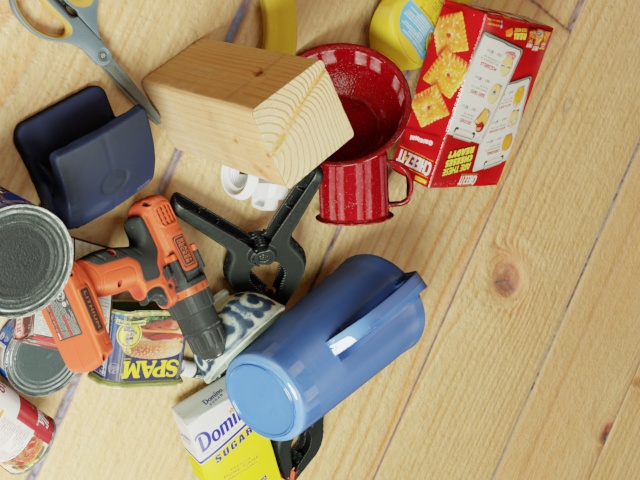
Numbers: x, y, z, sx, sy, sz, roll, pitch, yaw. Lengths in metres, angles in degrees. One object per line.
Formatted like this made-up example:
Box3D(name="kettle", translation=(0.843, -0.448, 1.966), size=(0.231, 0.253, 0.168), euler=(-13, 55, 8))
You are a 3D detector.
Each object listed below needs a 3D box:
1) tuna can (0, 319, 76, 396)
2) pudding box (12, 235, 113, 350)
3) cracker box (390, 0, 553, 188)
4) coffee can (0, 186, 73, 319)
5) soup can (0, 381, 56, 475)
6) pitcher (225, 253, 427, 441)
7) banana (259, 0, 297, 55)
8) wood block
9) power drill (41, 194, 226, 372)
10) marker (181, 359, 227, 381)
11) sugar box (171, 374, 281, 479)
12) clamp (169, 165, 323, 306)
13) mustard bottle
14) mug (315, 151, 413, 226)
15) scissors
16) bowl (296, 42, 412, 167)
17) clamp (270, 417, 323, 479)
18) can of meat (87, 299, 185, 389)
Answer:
Box3D(name="tuna can", translation=(-0.285, 0.112, 1.081), size=(0.085, 0.034, 0.086), euler=(-13, 112, -36))
Box3D(name="pudding box", translation=(-0.251, 0.052, 1.056), size=(0.089, 0.039, 0.113), euler=(20, 63, -42))
Box3D(name="cracker box", translation=(0.184, -0.176, 1.305), size=(0.163, 0.072, 0.214), euler=(-5, 119, -50))
Box3D(name="coffee can", translation=(-0.300, 0.002, 0.963), size=(0.102, 0.141, 0.103), euler=(-13, 112, -35))
Box3D(name="soup can", translation=(-0.320, 0.178, 1.051), size=(0.068, 0.069, 0.102), euler=(-52, 128, -13))
Box3D(name="pitcher", translation=(0.011, 0.117, 1.205), size=(0.242, 0.145, 0.149), euler=(-35, 136, -46))
Box3D(name="banana", translation=(-0.057, -0.247, 1.147), size=(0.069, 0.037, 0.198), euler=(-15, 113, -35))
Box3D(name="wood block", translation=(-0.077, -0.132, 1.057), size=(0.090, 0.206, 0.090), euler=(-40, 125, -22))
Box3D(name="power drill", translation=(-0.182, 0.061, 1.057), size=(0.187, 0.057, 0.184), euler=(-30, 96, -54))
Box3D(name="marker", translation=(-0.114, 0.157, 1.243), size=(0.120, 0.020, 0.020), euler=(18, 93, -41))
Box3D(name="sugar box", translation=(-0.105, 0.246, 1.249), size=(0.093, 0.048, 0.176), euler=(-30, 129, -23))
Box3D(name="clamp", translation=(-0.058, 0.001, 1.184), size=(0.164, 0.036, 0.210), euler=(-17, 135, 3))
Box3D(name="mustard bottle", translation=(0.110, -0.261, 1.263), size=(0.191, 0.058, 0.096), euler=(-56, 136, -11))
Box3D(name="mug", translation=(0.050, -0.066, 1.247), size=(0.093, 0.117, 0.081), euler=(-55, 143, -73))
Box3D(name="scissors", translation=(-0.212, -0.203, 1.047), size=(0.201, 0.016, 0.096), euler=(32, 81, -39))
Box3D(name="bowl", translation=(0.021, -0.140, 1.193), size=(0.162, 0.162, 0.055), euler=(-47, 160, -17))
Box3D(name="clamp", translation=(-0.029, 0.214, 1.317), size=(0.120, 0.039, 0.171), euler=(21, 88, -36))
Box3D(name="can of meat", translation=(-0.192, 0.109, 1.141), size=(0.101, 0.058, 0.084), euler=(3, 99, -40))
